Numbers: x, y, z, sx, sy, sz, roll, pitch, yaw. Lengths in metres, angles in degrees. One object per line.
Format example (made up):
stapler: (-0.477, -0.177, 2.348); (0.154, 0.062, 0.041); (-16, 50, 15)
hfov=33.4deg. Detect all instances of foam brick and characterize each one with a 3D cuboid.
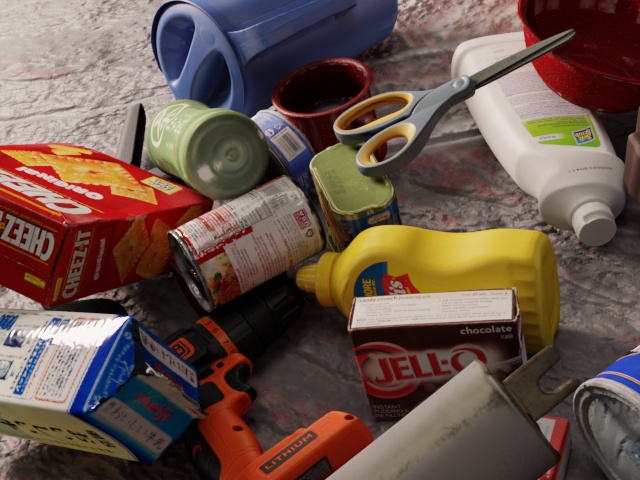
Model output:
foam brick: (-0.073, 0.028, 0.870); (0.078, 0.051, 0.053); (-31, 41, -15)

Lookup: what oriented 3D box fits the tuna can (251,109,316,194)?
tuna can: (-0.040, -0.072, 0.948); (0.033, 0.086, 0.086); (-41, 44, -24)

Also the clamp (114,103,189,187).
clamp: (-0.168, -0.052, 1.012); (0.165, 0.036, 0.209); (13, 49, 27)

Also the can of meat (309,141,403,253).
can of meat: (0.033, -0.020, 0.861); (0.057, 0.084, 0.102); (-21, 39, -4)

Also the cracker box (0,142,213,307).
cracker box: (-0.208, -0.023, 0.847); (0.164, 0.072, 0.213); (22, 13, 19)

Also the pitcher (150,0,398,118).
pitcher: (-0.031, -0.210, 1.052); (0.149, 0.145, 0.242); (37, 50, 28)

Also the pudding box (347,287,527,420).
pudding box: (0.082, 0.078, 0.721); (0.113, 0.090, 0.039); (-6, 40, 13)

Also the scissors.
scissors: (0.103, -0.103, 0.826); (0.202, 0.016, 0.096); (-15, 45, 20)

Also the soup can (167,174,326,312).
soup can: (-0.055, 0.001, 0.806); (0.102, 0.068, 0.069); (-28, 40, -16)

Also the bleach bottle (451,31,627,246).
bleach bottle: (0.185, -0.085, 0.897); (0.102, 0.068, 0.251); (-9, 41, -1)

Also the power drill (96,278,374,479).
power drill: (-0.046, 0.115, 0.754); (0.184, 0.057, 0.188); (-38, 40, -18)

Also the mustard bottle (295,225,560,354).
mustard bottle: (0.072, 0.033, 0.773); (0.192, 0.096, 0.058); (4, 45, 24)

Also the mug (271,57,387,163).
mug: (0.018, -0.104, 0.967); (0.093, 0.081, 0.117); (-39, 43, -24)

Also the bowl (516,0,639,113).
bowl: (0.236, -0.154, 0.891); (0.162, 0.055, 0.162); (7, 41, -6)
